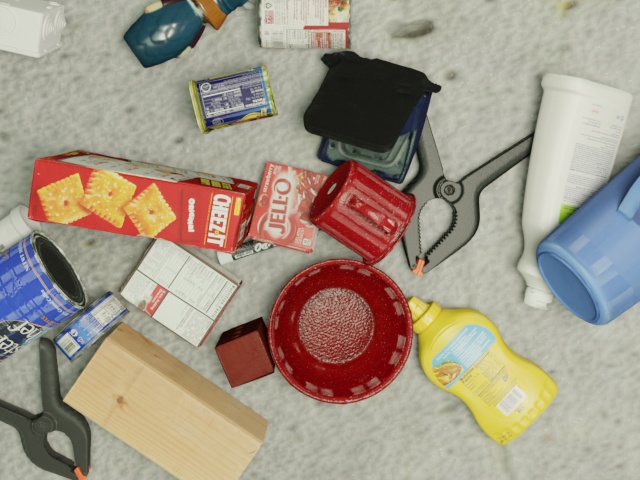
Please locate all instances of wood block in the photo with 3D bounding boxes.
[{"bbox_3d":[-0.170,0.192,1.198,0.206,0.090,0.091,35,96,-3],"label":"wood block"}]

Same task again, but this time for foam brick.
[{"bbox_3d":[-0.082,0.125,1.195,0.053,0.078,0.051,-21,97,3],"label":"foam brick"}]

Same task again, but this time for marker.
[{"bbox_3d":[-0.058,0.001,1.211,0.121,0.020,0.020,-17,95,3],"label":"marker"}]

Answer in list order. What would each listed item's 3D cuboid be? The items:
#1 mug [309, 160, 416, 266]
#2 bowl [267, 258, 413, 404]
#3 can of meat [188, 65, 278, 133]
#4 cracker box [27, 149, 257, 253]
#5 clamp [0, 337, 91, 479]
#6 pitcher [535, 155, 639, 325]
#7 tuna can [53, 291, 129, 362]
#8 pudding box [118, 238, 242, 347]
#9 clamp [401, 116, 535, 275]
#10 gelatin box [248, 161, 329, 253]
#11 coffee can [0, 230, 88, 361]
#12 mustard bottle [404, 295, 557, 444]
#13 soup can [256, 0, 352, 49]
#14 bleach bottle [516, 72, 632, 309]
[{"bbox_3d":[0.045,-0.030,1.130,0.081,0.117,0.093,33,92,-16],"label":"mug"},{"bbox_3d":[0.020,0.099,1.196,0.162,0.055,0.162,0,93,-5],"label":"bowl"},{"bbox_3d":[-0.092,-0.153,1.155,0.084,0.102,0.057,-13,95,0],"label":"can of meat"},{"bbox_3d":[-0.182,-0.042,1.136,0.213,0.164,0.072,10,98,0],"label":"cracker box"},{"bbox_3d":[-0.313,0.198,1.227,0.120,0.039,0.171,-41,100,9],"label":"clamp"},{"bbox_3d":[0.346,-0.028,1.107,0.242,0.145,0.149,-36,105,-11],"label":"pitcher"},{"bbox_3d":[-0.256,0.096,1.191,0.086,0.086,0.034,-41,93,5],"label":"tuna can"},{"bbox_3d":[-0.158,0.054,1.209,0.113,0.039,0.090,34,95,-4],"label":"pudding box"},{"bbox_3d":[0.152,-0.059,1.191,0.164,0.036,0.210,13,92,0],"label":"clamp"},{"bbox_3d":[-0.034,-0.036,1.187,0.073,0.030,0.089,14,81,7],"label":"gelatin box"},{"bbox_3d":[-0.344,0.069,1.181,0.140,0.103,0.103,-32,94,4],"label":"coffee can"},{"bbox_3d":[0.167,0.133,1.200,0.191,0.058,0.096,43,96,-4],"label":"mustard bottle"},{"bbox_3d":[-0.016,-0.243,1.160,0.102,0.068,0.068,0,96,1],"label":"soup can"},{"bbox_3d":[0.262,-0.049,1.167,0.102,0.068,0.251,9,99,-31],"label":"bleach bottle"}]
